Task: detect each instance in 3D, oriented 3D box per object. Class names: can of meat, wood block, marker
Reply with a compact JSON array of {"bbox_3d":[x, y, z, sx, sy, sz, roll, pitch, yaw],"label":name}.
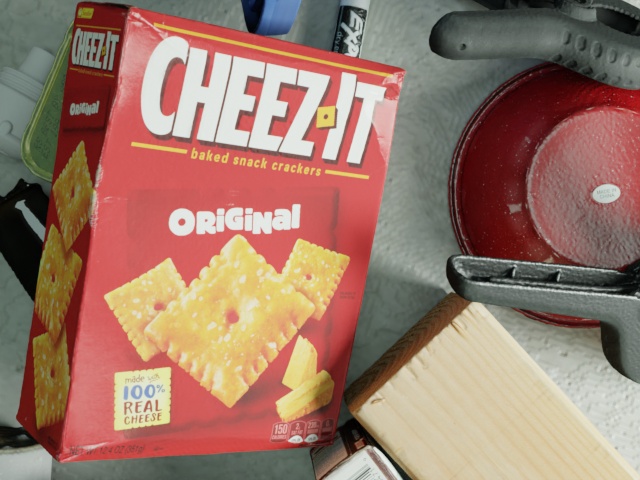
[{"bbox_3d":[-0.119,-0.073,0.589,0.057,0.084,0.102,22,89,-1],"label":"can of meat"},{"bbox_3d":[0.116,0.135,0.591,0.091,0.090,0.206,-42,91,-2],"label":"wood block"},{"bbox_3d":[0.016,-0.117,0.624,0.020,0.020,0.121,11,90,-1],"label":"marker"}]

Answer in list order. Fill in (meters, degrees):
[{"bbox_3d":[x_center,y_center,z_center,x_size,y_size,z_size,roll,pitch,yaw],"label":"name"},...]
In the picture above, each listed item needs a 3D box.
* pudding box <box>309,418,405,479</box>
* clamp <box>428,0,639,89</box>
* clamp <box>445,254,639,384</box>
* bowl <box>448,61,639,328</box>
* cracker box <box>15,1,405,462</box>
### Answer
[{"bbox_3d":[0.042,0.158,0.589,0.039,0.090,0.113,-35,91,-3],"label":"pudding box"},{"bbox_3d":[0.129,-0.115,0.587,0.171,0.120,0.039,16,133,-2],"label":"clamp"},{"bbox_3d":[0.186,0.016,0.562,0.165,0.036,0.209,-42,125,18],"label":"clamp"},{"bbox_3d":[0.156,-0.028,0.609,0.162,0.055,0.162,0,90,-1],"label":"bowl"},{"bbox_3d":[-0.054,0.001,0.547,0.163,0.072,0.214,5,99,-35],"label":"cracker box"}]
